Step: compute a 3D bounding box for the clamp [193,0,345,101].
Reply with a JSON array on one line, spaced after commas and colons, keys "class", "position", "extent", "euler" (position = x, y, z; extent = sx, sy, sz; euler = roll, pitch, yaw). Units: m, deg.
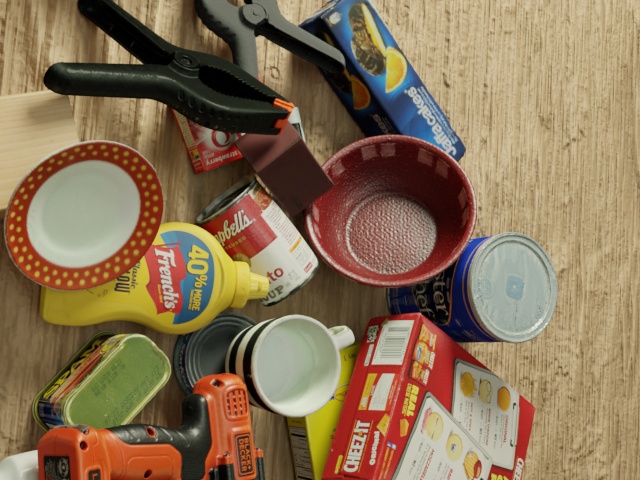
[{"class": "clamp", "position": [-0.068, -0.192, 0.984], "extent": [0.171, 0.039, 0.120], "euler": [46, 55, 2]}]

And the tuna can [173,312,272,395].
[{"class": "tuna can", "position": [-0.089, 0.108, 0.964], "extent": [0.086, 0.034, 0.086], "euler": [3, 83, -29]}]

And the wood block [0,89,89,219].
[{"class": "wood block", "position": [-0.298, -0.054, 0.831], "extent": [0.205, 0.090, 0.091], "euler": [-13, 91, -29]}]

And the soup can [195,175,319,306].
[{"class": "soup can", "position": [-0.056, 0.001, 0.974], "extent": [0.068, 0.069, 0.102], "euler": [-44, 106, -26]}]

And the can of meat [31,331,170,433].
[{"class": "can of meat", "position": [-0.180, 0.123, 0.882], "extent": [0.057, 0.084, 0.102], "euler": [49, 65, -16]}]

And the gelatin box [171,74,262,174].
[{"class": "gelatin box", "position": [-0.086, -0.110, 0.990], "extent": [0.089, 0.030, 0.073], "euler": [-22, 96, -29]}]

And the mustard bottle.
[{"class": "mustard bottle", "position": [-0.137, 0.031, 0.913], "extent": [0.191, 0.058, 0.096], "euler": [7, 85, -19]}]

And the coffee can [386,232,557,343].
[{"class": "coffee can", "position": [0.145, 0.049, 1.040], "extent": [0.102, 0.141, 0.103], "euler": [3, 83, -29]}]

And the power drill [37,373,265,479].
[{"class": "power drill", "position": [-0.121, 0.201, 0.823], "extent": [0.187, 0.057, 0.184], "euler": [0, 80, -47]}]

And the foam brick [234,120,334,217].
[{"class": "foam brick", "position": [-0.033, -0.070, 0.973], "extent": [0.053, 0.051, 0.078], "euler": [-37, 139, 0]}]

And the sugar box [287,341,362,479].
[{"class": "sugar box", "position": [0.020, 0.190, 1.009], "extent": [0.093, 0.048, 0.176], "euler": [-10, 89, -31]}]

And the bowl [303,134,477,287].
[{"class": "bowl", "position": [0.067, -0.019, 1.014], "extent": [0.162, 0.055, 0.162], "euler": [-3, 64, 5]}]

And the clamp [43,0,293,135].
[{"class": "clamp", "position": [-0.125, -0.145, 0.909], "extent": [0.209, 0.036, 0.164], "euler": [16, 35, -20]}]

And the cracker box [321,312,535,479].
[{"class": "cracker box", "position": [0.108, 0.189, 1.007], "extent": [0.213, 0.072, 0.164], "euler": [39, 57, -37]}]
